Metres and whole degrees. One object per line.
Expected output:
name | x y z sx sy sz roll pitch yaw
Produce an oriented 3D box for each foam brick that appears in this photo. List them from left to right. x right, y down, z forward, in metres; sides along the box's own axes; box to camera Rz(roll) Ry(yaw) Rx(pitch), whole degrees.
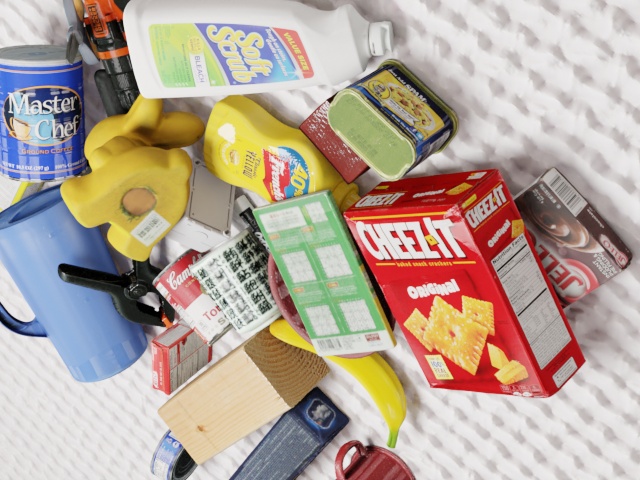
foam brick | 0.029 -0.106 1.059 0.078 0.052 0.051 49 133 3

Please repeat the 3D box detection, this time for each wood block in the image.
wood block | -0.096 0.182 1.290 0.091 0.090 0.206 52 133 0

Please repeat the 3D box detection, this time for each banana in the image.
banana | 0.031 0.142 1.194 0.198 0.037 0.069 44 94 11

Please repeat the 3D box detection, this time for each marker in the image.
marker | -0.058 0.001 1.207 0.121 0.020 0.020 53 133 1

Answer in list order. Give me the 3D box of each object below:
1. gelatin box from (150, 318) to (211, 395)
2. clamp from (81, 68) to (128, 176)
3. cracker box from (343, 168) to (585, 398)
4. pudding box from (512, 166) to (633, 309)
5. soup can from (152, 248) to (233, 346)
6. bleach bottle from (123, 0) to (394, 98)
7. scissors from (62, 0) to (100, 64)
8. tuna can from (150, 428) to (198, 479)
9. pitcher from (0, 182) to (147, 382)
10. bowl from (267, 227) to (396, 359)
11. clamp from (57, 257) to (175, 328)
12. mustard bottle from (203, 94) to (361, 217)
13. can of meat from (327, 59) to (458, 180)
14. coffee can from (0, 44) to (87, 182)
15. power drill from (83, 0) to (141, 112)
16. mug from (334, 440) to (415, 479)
gelatin box | -0.172 0.137 1.321 0.030 0.089 0.073 21 126 26
clamp | -0.227 -0.079 1.278 0.210 0.036 0.165 50 134 8
cracker box | 0.134 0.045 1.017 0.164 0.072 0.213 -3 120 53
pudding box | 0.217 0.001 0.986 0.113 0.039 0.090 51 134 4
soup can | -0.142 0.067 1.274 0.102 0.068 0.069 48 133 4
bleach bottle | -0.056 -0.194 1.026 0.251 0.068 0.102 -2 118 13
scissors | -0.259 -0.207 1.160 0.016 0.202 0.096 -19 131 0
tuna can | -0.186 0.281 1.415 0.034 0.086 0.086 27 128 20
pitcher | -0.326 0.061 1.358 0.149 0.144 0.243 -12 111 29
bowl | 0.023 0.044 1.145 0.162 0.055 0.162 18 124 28
clamp | -0.223 0.044 1.307 0.120 0.039 0.171 -35 135 12
mustard bottle | -0.033 -0.074 1.120 0.192 0.058 0.096 30 130 20
can of meat | 0.067 -0.113 1.005 0.102 0.083 0.058 44 132 8
coffee can | -0.324 -0.148 1.235 0.103 0.102 0.140 15 113 30
power drill | -0.172 -0.225 1.141 0.188 0.057 0.184 0 118 36
mug | 0.049 0.290 1.245 0.093 0.081 0.117 -9 109 40
